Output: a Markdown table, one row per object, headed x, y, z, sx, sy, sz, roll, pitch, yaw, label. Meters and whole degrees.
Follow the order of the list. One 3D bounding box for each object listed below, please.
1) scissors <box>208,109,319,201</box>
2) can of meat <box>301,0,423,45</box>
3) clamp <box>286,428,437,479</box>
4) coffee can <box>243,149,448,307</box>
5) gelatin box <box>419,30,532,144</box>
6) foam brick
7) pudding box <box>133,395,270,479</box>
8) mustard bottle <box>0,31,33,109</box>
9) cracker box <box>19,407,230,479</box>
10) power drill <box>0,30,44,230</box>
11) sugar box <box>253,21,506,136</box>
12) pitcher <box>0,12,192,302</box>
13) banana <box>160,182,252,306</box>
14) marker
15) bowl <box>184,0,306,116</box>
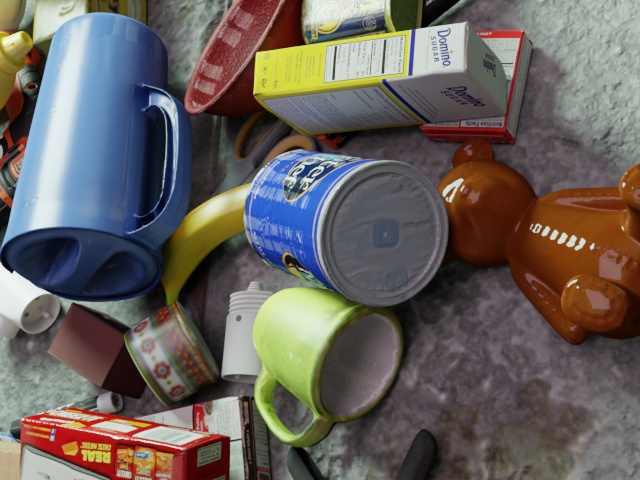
| x | y | z | sx | sy | sz | roll | pitch | yaw | label |
| --- | --- | --- | --- | --- | --- | --- | --- | --- | --- |
| -0.071 | -0.032 | 0.940 | 0.096 | 0.016 | 0.202 | 29 | 88 | 34 | scissors |
| 0.034 | -0.199 | 0.870 | 0.084 | 0.057 | 0.102 | -5 | 68 | 29 | can of meat |
| 0.024 | 0.222 | 0.782 | 0.120 | 0.039 | 0.171 | -4 | 71 | 33 | clamp |
| 0.015 | -0.013 | 0.799 | 0.140 | 0.102 | 0.103 | 17 | 80 | 63 | coffee can |
| 0.125 | -0.122 | 0.853 | 0.073 | 0.030 | 0.089 | 5 | 77 | 30 | gelatin box |
| -0.190 | 0.096 | 0.939 | 0.078 | 0.053 | 0.051 | 25 | 86 | 33 | foam brick |
| -0.097 | 0.179 | 0.866 | 0.114 | 0.039 | 0.090 | -17 | 68 | 27 | pudding box |
| -0.358 | -0.150 | 1.048 | 0.192 | 0.058 | 0.096 | -28 | 65 | 21 | mustard bottle |
| -0.153 | 0.246 | 0.822 | 0.164 | 0.072 | 0.214 | 3 | 93 | 30 | cracker box |
| -0.321 | -0.107 | 1.085 | 0.184 | 0.057 | 0.188 | -36 | 62 | 10 | power drill |
| 0.046 | -0.121 | 0.821 | 0.176 | 0.093 | 0.048 | -5 | 74 | 27 | sugar box |
| -0.188 | -0.079 | 0.935 | 0.149 | 0.145 | 0.243 | 6 | 61 | -9 | pitcher |
| -0.070 | -0.011 | 0.913 | 0.198 | 0.069 | 0.037 | -31 | 20 | 18 | banana |
| -0.231 | 0.158 | 0.961 | 0.121 | 0.020 | 0.020 | -19 | 64 | 23 | marker |
| -0.052 | -0.165 | 0.929 | 0.162 | 0.055 | 0.162 | -44 | 27 | 30 | bowl |
